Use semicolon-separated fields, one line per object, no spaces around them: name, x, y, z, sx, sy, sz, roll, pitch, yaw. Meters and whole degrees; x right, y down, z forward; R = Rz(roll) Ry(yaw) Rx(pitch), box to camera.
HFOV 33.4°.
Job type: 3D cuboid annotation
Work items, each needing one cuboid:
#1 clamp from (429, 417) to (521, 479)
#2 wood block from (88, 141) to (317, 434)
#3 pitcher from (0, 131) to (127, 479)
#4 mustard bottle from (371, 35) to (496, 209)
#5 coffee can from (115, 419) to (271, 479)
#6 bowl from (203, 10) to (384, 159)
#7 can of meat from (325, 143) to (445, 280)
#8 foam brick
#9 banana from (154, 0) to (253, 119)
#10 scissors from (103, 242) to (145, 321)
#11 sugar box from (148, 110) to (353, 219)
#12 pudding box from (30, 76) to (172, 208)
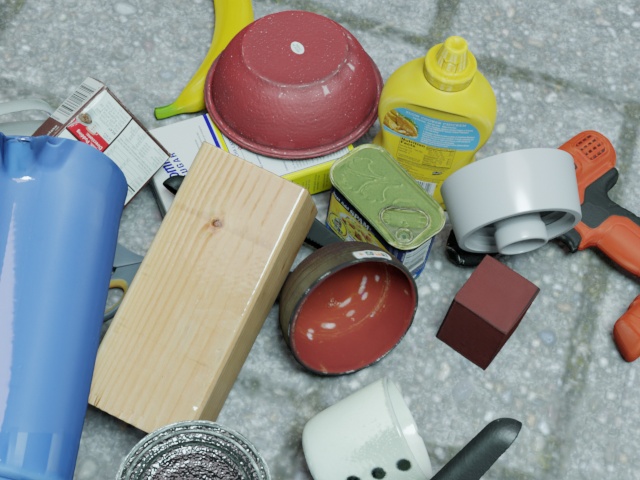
clamp;0.071;0.220;0.741;0.210;0.036;0.164;-21;99;25
wood block;-0.089;0.044;0.804;0.091;0.090;0.206;25;83;8
pitcher;-0.211;0.060;0.740;0.145;0.149;0.243;-18;56;33
mustard bottle;0.094;-0.099;0.886;0.096;0.192;0.058;15;60;3
coffee can;-0.085;0.195;0.728;0.102;0.140;0.103;2;60;-4
bowl;-0.023;-0.149;0.932;0.162;0.055;0.162;1;55;-1
can of meat;0.050;-0.016;0.896;0.057;0.084;0.102;-34;68;-22
foam brick;0.134;0.059;0.864;0.051;0.078;0.053;36;63;13
banana;-0.097;-0.193;1.013;0.069;0.037;0.197;15;60;1
scissors;-0.142;0.011;0.903;0.201;0.016;0.096;-24;65;-18
sugar box;-0.064;-0.073;0.942;0.176;0.048;0.093;-18;63;-11
pudding box;-0.190;-0.061;0.864;0.113;0.090;0.039;-48;37;-9
